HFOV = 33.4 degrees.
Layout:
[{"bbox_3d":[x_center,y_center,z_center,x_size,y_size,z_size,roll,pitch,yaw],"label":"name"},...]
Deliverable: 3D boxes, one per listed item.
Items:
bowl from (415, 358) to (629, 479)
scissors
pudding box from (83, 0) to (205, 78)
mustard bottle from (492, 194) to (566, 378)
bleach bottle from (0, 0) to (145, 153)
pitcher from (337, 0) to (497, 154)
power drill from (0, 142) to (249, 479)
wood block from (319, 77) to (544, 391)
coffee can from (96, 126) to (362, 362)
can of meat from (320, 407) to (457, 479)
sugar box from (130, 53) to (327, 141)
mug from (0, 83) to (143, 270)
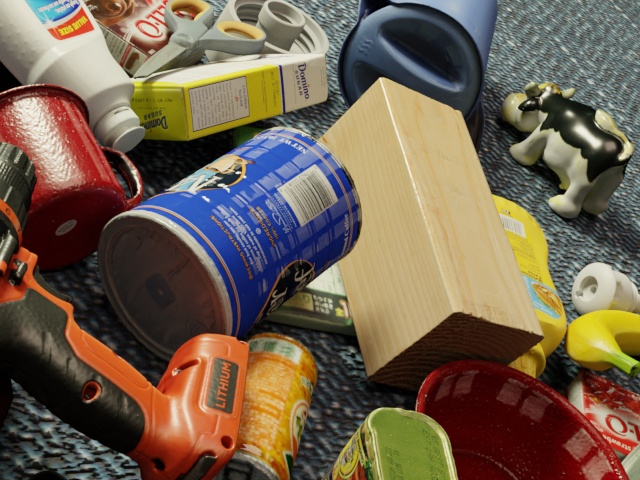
[{"bbox_3d":[0.117,0.153,0.670,0.162,0.055,0.162,21,36,-17],"label":"bowl"},{"bbox_3d":[-0.089,-0.150,0.833,0.096,0.016,0.202,15,27,-11],"label":"scissors"},{"bbox_3d":[-0.151,-0.174,0.893,0.090,0.039,0.113,33,34,3],"label":"pudding box"},{"bbox_3d":[0.140,0.043,0.823,0.096,0.058,0.191,21,36,-17],"label":"mustard bottle"},{"bbox_3d":[-0.205,-0.162,0.758,0.251,0.068,0.102,50,25,12],"label":"bleach bottle"},{"bbox_3d":[0.112,-0.188,1.047,0.145,0.149,0.242,18,31,7],"label":"pitcher"},{"bbox_3d":[-0.127,0.041,0.550,0.187,0.057,0.184,34,30,-19],"label":"power drill"},{"bbox_3d":[0.071,-0.002,0.766,0.090,0.091,0.206,17,44,-35],"label":"wood block"},{"bbox_3d":[-0.054,0.001,0.672,0.103,0.103,0.140,40,45,13],"label":"coffee can"},{"bbox_3d":[0.035,0.154,0.583,0.057,0.084,0.102,16,37,-20],"label":"can of meat"},{"bbox_3d":[-0.080,-0.114,0.831,0.093,0.048,0.175,7,17,36],"label":"sugar box"},{"bbox_3d":[-0.163,-0.036,0.671,0.117,0.093,0.081,-2,51,-46],"label":"mug"}]
